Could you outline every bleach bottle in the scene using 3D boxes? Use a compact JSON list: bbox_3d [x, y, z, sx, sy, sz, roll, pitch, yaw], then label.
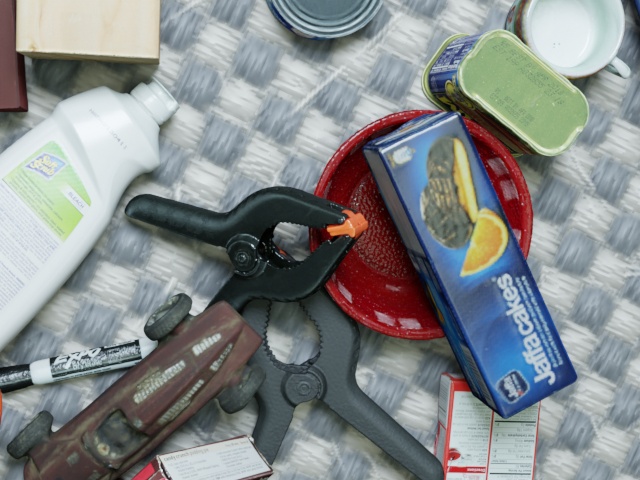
[{"bbox_3d":[-0.191,-0.010,0.721,0.251,0.068,0.102,-43,102,-5],"label":"bleach bottle"}]

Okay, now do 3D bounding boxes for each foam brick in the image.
[{"bbox_3d":[-0.224,-0.123,0.707,0.053,0.051,0.078,-3,97,-9],"label":"foam brick"}]

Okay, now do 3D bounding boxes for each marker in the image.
[{"bbox_3d":[-0.172,0.088,0.756,0.121,0.020,0.020,-11,98,-8],"label":"marker"}]

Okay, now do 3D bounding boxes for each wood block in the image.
[{"bbox_3d":[-0.146,-0.221,0.689,0.090,0.091,0.206,2,96,-9],"label":"wood block"}]

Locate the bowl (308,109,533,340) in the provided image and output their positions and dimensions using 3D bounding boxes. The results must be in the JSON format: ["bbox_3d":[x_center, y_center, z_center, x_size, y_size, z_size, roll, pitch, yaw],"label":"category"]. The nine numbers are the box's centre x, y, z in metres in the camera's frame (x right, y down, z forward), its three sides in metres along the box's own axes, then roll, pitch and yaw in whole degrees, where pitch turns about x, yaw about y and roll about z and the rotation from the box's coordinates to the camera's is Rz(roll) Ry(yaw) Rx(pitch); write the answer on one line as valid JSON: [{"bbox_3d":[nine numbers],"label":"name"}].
[{"bbox_3d":[0.067,-0.013,0.766,0.162,0.055,0.162,-1,97,-9],"label":"bowl"}]

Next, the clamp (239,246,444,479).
[{"bbox_3d":[-0.001,0.106,0.774,0.164,0.036,0.210,-7,96,0],"label":"clamp"}]

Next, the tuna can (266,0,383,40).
[{"bbox_3d":[0.002,-0.184,0.747,0.086,0.034,0.086,-1,97,-9],"label":"tuna can"}]

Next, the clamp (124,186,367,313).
[{"bbox_3d":[-0.055,0.001,0.727,0.172,0.039,0.120,-25,99,22],"label":"clamp"}]

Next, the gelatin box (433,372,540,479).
[{"bbox_3d":[0.125,0.147,0.807,0.073,0.030,0.089,3,96,-11],"label":"gelatin box"}]

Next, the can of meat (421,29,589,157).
[{"bbox_3d":[0.130,-0.103,0.752,0.102,0.084,0.057,36,89,-12],"label":"can of meat"}]

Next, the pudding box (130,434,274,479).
[{"bbox_3d":[-0.097,0.176,0.721,0.090,0.113,0.039,-42,71,21],"label":"pudding box"}]
